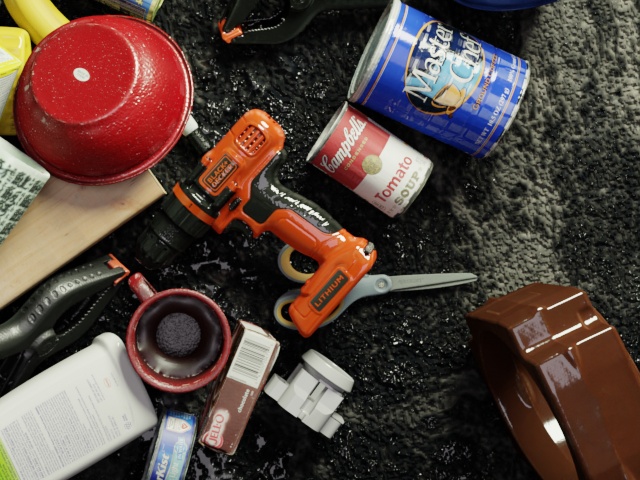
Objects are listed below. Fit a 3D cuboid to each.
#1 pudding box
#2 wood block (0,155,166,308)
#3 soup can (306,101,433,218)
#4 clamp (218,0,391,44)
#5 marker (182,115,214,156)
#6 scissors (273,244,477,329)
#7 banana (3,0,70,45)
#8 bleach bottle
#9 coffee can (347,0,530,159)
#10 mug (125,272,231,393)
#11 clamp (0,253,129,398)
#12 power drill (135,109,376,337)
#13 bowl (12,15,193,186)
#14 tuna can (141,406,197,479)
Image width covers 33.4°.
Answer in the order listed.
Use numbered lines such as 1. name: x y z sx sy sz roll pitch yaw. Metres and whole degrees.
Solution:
1. pudding box: -0.079 0.134 0.989 0.039 0.090 0.113 25 87 -9
2. wood block: -0.250 -0.019 0.966 0.206 0.091 0.090 -36 95 -4
3. soup can: 0.047 -0.075 1.010 0.102 0.068 0.068 34 87 -7
4. clamp: -0.013 -0.230 1.001 0.172 0.039 0.120 -35 119 15
5. marker: -0.141 -0.129 1.011 0.020 0.020 0.121 -37 95 -5
6. scissors: 0.045 0.027 1.038 0.201 0.016 0.096 -19 93 -6
7. banana: -0.225 -0.185 0.980 0.197 0.070 0.037 42 55 -9
8. bleach bottle: -0.275 0.181 0.940 0.250 0.068 0.102 -27 95 -25
9. coffee can: 0.109 -0.150 0.998 0.140 0.103 0.103 24 88 -7
10. mug: -0.138 0.079 0.985 0.093 0.081 0.117 -40 95 -4
11. clamp: -0.261 0.092 0.967 0.036 0.165 0.209 42 63 19
12. power drill: -0.056 0.001 0.990 0.187 0.057 0.184 42 100 -1
13. bowl: -0.192 -0.130 0.904 0.162 0.055 0.162 -2 73 6
14. tuna can: -0.140 0.199 0.985 0.033 0.086 0.086 16 89 -8
